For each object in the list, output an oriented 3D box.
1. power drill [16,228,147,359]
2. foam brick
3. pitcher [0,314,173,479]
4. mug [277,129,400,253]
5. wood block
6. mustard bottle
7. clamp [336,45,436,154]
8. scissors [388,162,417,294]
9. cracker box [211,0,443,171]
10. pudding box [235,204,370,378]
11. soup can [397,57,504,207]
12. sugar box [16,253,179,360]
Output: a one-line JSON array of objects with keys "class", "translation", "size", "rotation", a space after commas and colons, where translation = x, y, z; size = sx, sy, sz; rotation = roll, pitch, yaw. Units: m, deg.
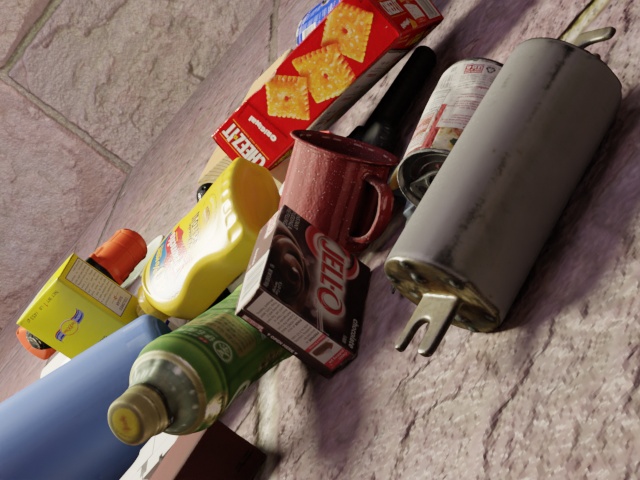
[{"class": "power drill", "translation": [-0.294, 0.079, 1.252], "size": [0.184, 0.057, 0.188], "rotation": [-48, 9, -37]}, {"class": "foam brick", "translation": [-0.087, 0.174, 0.788], "size": [0.078, 0.053, 0.051], "rotation": [-56, 16, -16]}, {"class": "pitcher", "translation": [-0.217, 0.180, 0.963], "size": [0.243, 0.145, 0.149], "rotation": [-35, 3, -1]}, {"class": "mug", "translation": [0.018, -0.036, 0.875], "size": [0.117, 0.093, 0.081], "rotation": [30, 111, 46]}, {"class": "wood block", "translation": [-0.061, -0.131, 1.321], "size": [0.091, 0.090, 0.206], "rotation": [-36, 22, 43]}, {"class": "mustard bottle", "translation": [-0.110, 0.016, 0.965], "size": [0.192, 0.058, 0.096], "rotation": [-43, 40, 35]}, {"class": "clamp", "translation": [0.037, -0.088, 1.041], "size": [0.165, 0.036, 0.209], "rotation": [-39, 20, 41]}, {"class": "scissors", "translation": [0.067, -0.023, 0.849], "size": [0.096, 0.016, 0.201], "rotation": [-34, 24, 54]}, {"class": "cracker box", "translation": [0.008, -0.166, 1.062], "size": [0.214, 0.072, 0.164], "rotation": [-41, -1, 27]}, {"class": "pudding box", "translation": [-0.011, 0.036, 0.802], "size": [0.039, 0.090, 0.113], "rotation": [-44, 18, 33]}, {"class": "soup can", "translation": [0.102, -0.073, 0.757], "size": [0.069, 0.068, 0.102], "rotation": [-33, 24, 51]}, {"class": "sugar box", "translation": [-0.198, 0.098, 1.045], "size": [0.093, 0.176, 0.048], "rotation": [-41, 16, 38]}]
